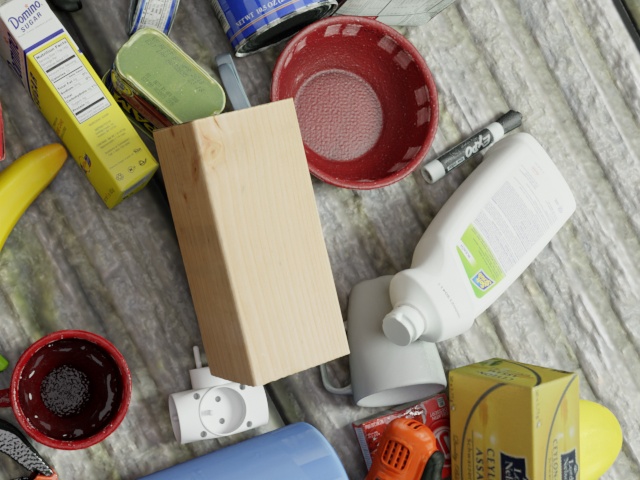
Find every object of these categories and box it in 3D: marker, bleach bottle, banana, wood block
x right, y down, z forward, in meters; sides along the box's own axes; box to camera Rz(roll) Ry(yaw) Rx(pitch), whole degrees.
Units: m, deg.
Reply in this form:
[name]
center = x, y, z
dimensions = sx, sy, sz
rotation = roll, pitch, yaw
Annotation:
[marker]
center = 0.149, -0.093, 1.033
dimensions = 0.121, 0.020, 0.020
rotation = -33, 93, -18
[bleach bottle]
center = 0.131, 0.005, 0.947
dimensions = 0.250, 0.068, 0.102
rotation = -40, 96, -39
[banana]
center = -0.267, 0.006, 0.882
dimensions = 0.069, 0.037, 0.198
rotation = 17, 78, -19
[wood block]
center = -0.056, 0.001, 0.848
dimensions = 0.090, 0.090, 0.206
rotation = -17, 98, -28

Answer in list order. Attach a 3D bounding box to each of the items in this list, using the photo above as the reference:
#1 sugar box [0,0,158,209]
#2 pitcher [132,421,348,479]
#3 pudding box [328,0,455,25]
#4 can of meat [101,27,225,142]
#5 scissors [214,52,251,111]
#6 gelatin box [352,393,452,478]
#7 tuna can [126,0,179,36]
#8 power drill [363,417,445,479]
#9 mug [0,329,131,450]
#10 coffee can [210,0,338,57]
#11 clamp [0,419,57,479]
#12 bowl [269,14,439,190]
[sugar box]
center = -0.206, -0.114, 0.887
dimensions = 0.048, 0.093, 0.176
rotation = -38, 94, -19
[pitcher]
center = -0.092, 0.242, 0.847
dimensions = 0.242, 0.145, 0.149
rotation = -19, 77, -23
[pudding box]
center = 0.062, -0.229, 0.987
dimensions = 0.113, 0.090, 0.039
rotation = -5, 85, -17
[can of meat]
center = -0.134, -0.127, 0.916
dimensions = 0.102, 0.084, 0.057
rotation = 41, 73, -9
[scissors]
center = -0.050, -0.075, 0.936
dimensions = 0.016, 0.096, 0.202
rotation = -24, 87, 2
[gelatin box]
center = 0.083, 0.186, 0.969
dimensions = 0.089, 0.030, 0.073
rotation = -17, 88, -18
[tuna can]
center = -0.142, -0.216, 0.924
dimensions = 0.033, 0.086, 0.086
rotation = 12, 79, -17
[power drill]
center = 0.106, 0.264, 0.887
dimensions = 0.188, 0.057, 0.184
rotation = 23, 104, 23
[mug]
center = -0.215, 0.122, 0.858
dimensions = 0.117, 0.082, 0.093
rotation = -8, 85, -18
[coffee can]
center = -0.060, -0.249, 0.945
dimensions = 0.102, 0.103, 0.140
rotation = -26, 91, -19
[clamp]
center = -0.300, 0.183, 0.847
dimensions = 0.171, 0.039, 0.120
rotation = 24, 88, -15
[bowl]
center = 0.025, -0.121, 0.979
dimensions = 0.162, 0.055, 0.162
rotation = 2, 82, -17
